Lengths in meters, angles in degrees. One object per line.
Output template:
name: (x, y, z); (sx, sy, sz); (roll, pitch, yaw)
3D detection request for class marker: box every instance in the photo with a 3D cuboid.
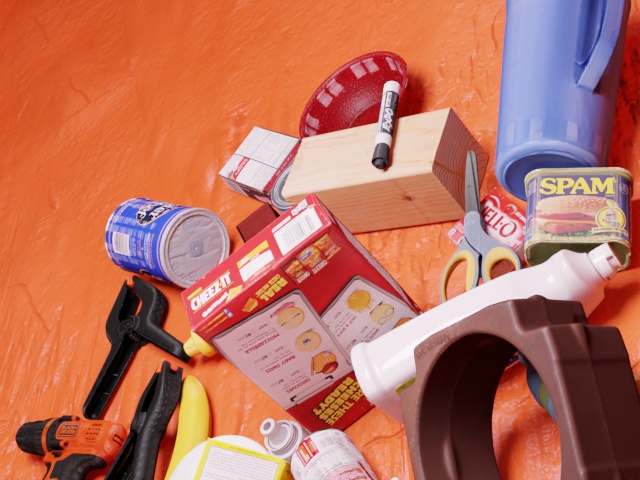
marker: (0.072, -0.125, 1.161); (0.020, 0.020, 0.121); (-17, 45, 32)

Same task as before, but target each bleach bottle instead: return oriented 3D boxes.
bleach bottle: (0.157, 0.076, 0.976); (0.251, 0.102, 0.068); (-34, 45, 16)

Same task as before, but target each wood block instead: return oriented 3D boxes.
wood block: (0.071, -0.072, 1.205); (0.207, 0.090, 0.090); (-7, 51, 39)

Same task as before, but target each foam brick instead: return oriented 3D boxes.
foam brick: (-0.058, 0.002, 1.290); (0.051, 0.053, 0.078); (-40, 38, 7)

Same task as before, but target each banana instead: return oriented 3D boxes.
banana: (-0.152, 0.231, 1.177); (0.070, 0.037, 0.197); (-14, 47, 34)

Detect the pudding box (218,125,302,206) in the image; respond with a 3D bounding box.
pudding box: (-0.073, -0.100, 1.409); (0.114, 0.039, 0.090); (23, 72, 49)

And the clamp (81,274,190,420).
clamp: (-0.243, 0.126, 1.359); (0.165, 0.036, 0.210); (-36, 36, 11)

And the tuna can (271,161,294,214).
tuna can: (-0.019, -0.064, 1.328); (0.086, 0.033, 0.086); (-25, 41, 24)

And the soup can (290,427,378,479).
soup can: (0.020, 0.230, 0.991); (0.068, 0.068, 0.102); (-43, 37, 2)

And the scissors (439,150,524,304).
scissors: (0.170, -0.014, 1.068); (0.096, 0.016, 0.201); (-4, 56, 36)

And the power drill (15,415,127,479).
power drill: (-0.328, 0.295, 1.265); (0.185, 0.057, 0.187); (-8, 50, 38)

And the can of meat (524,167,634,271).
can of meat: (0.243, -0.018, 1.005); (0.102, 0.057, 0.084); (0, 55, 15)

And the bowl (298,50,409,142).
bowl: (0.053, -0.158, 1.330); (0.162, 0.055, 0.162); (-25, 42, 24)

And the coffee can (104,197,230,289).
coffee can: (-0.199, 0.002, 1.380); (0.141, 0.102, 0.102); (11, 63, 48)

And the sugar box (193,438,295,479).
sugar box: (-0.092, 0.288, 1.028); (0.093, 0.048, 0.176); (10, 71, 27)

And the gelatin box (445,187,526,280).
gelatin box: (0.180, -0.005, 1.090); (0.073, 0.030, 0.089); (-42, 38, 4)

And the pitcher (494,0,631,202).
pitcher: (0.248, -0.165, 1.089); (0.145, 0.149, 0.242); (-4, 55, 27)

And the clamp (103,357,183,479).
clamp: (-0.202, 0.220, 1.213); (0.120, 0.039, 0.171); (-27, 37, 46)

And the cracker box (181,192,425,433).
cracker box: (-0.003, 0.078, 1.034); (0.164, 0.213, 0.072); (-38, 36, 8)
